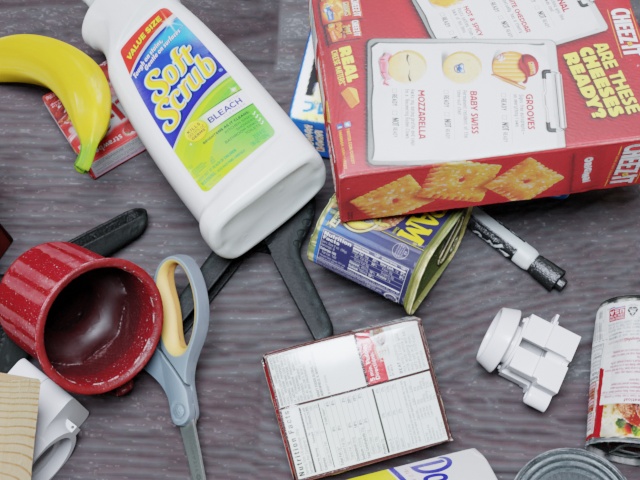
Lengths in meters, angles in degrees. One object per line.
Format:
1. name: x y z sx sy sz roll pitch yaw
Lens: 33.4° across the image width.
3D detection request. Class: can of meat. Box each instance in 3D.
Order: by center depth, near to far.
1. can of meat: 0.050 -0.006 0.759 0.084 0.057 0.102 25 40 15

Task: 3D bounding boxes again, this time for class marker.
1. marker: 0.131 -0.003 0.788 0.121 0.020 0.020 39 75 16

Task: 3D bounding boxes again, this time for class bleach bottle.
1. bleach bottle: -0.107 -0.108 0.782 0.102 0.068 0.251 -39 66 -5

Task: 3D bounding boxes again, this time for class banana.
1. banana: -0.208 -0.121 0.802 0.069 0.037 0.198 -45 49 -10

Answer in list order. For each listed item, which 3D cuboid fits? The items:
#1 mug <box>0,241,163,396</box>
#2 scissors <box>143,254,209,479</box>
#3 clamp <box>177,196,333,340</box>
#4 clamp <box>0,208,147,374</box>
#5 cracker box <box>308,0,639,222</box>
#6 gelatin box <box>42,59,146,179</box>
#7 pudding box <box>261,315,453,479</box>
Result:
1. mug: -0.163 0.057 0.732 0.093 0.117 0.082 -39 35 -25
2. scissors: -0.109 0.111 0.749 0.096 0.016 0.202 -2 88 37
3. clamp: -0.055 0.001 0.785 0.120 0.039 0.171 -2 71 -4
4. clamp: -0.236 0.024 0.746 0.036 0.164 0.210 16 71 56
5. cracker box: 0.106 -0.108 0.727 0.213 0.072 0.164 -7 64 -2
6. gelatin box: -0.160 -0.102 0.834 0.089 0.030 0.073 -32 70 -10
7. pudding box: 0.025 0.107 0.728 0.113 0.039 0.090 -14 86 -1
